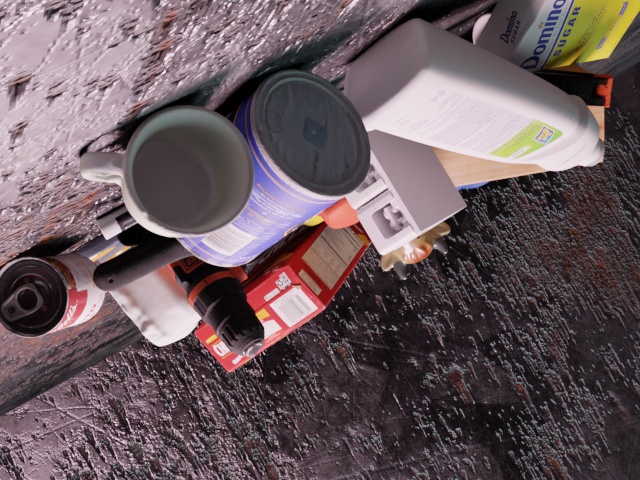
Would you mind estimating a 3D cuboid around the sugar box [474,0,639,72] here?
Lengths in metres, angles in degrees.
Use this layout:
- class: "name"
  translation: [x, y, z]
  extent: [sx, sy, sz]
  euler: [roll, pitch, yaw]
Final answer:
- class: "sugar box"
  translation: [0.221, -0.201, 0.955]
  extent: [0.175, 0.048, 0.093]
  euler: [-20, 148, -42]

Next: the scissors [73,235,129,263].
- class: "scissors"
  translation: [-0.175, -0.015, 1.005]
  extent: [0.096, 0.016, 0.202]
  euler: [-28, 176, -40]

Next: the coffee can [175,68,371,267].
- class: "coffee can"
  translation: [-0.044, -0.052, 0.812]
  extent: [0.102, 0.103, 0.141]
  euler: [-27, 176, -43]

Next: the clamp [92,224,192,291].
- class: "clamp"
  translation: [-0.114, -0.002, 0.913]
  extent: [0.172, 0.039, 0.120]
  euler: [-15, -153, 15]

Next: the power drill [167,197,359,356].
- class: "power drill"
  translation: [-0.057, 0.001, 1.048]
  extent: [0.187, 0.184, 0.057]
  euler: [-35, 152, -6]

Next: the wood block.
- class: "wood block"
  translation: [0.181, -0.121, 1.115]
  extent: [0.206, 0.090, 0.091]
  euler: [-10, -155, -8]

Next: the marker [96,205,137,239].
- class: "marker"
  translation: [-0.139, -0.038, 0.936]
  extent: [0.121, 0.020, 0.020]
  euler: [-29, 177, -9]

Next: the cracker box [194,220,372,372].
- class: "cracker box"
  translation: [-0.035, 0.043, 1.258]
  extent: [0.164, 0.072, 0.213]
  euler: [-36, -171, 33]

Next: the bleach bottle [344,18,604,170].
- class: "bleach bottle"
  translation: [0.147, -0.106, 0.912]
  extent: [0.250, 0.068, 0.103]
  euler: [16, 146, -36]

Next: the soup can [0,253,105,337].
- class: "soup can"
  translation: [-0.236, 0.046, 0.936]
  extent: [0.068, 0.068, 0.102]
  euler: [-30, 178, 7]
